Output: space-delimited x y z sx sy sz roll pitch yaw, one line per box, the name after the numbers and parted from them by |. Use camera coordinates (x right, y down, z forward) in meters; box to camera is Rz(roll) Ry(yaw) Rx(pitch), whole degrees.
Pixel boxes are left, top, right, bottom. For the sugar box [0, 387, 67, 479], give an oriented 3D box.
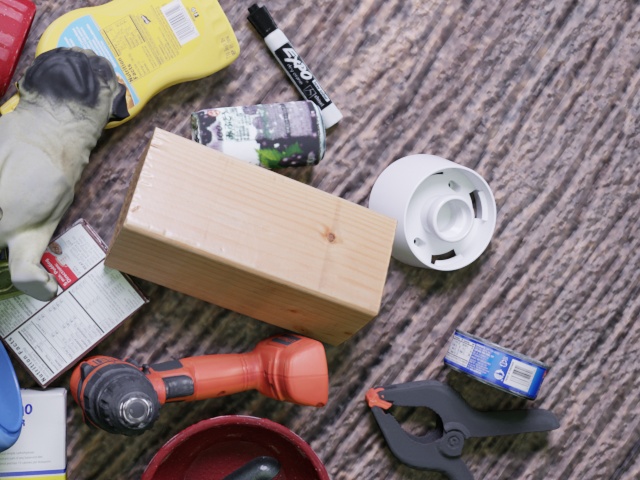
-0.250 0.208 0.858 0.093 0.048 0.176 0 88 -10 | sugar box

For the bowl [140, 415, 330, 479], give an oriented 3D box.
-0.071 0.216 0.882 0.162 0.055 0.162 0 96 -5 | bowl

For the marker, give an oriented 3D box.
-0.023 -0.149 0.905 0.020 0.020 0.121 -37 98 -8 | marker

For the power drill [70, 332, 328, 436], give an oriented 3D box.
-0.093 0.110 0.825 0.187 0.185 0.057 -3 92 -21 | power drill

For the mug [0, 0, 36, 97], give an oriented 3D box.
-0.273 -0.150 0.817 0.081 0.093 0.117 21 69 -16 | mug

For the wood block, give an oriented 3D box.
-0.055 0.001 0.850 0.206 0.090 0.090 21 62 -13 | wood block

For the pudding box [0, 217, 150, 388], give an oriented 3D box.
-0.209 0.050 0.864 0.113 0.039 0.090 -39 98 -6 | pudding box

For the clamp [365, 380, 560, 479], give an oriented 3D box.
0.123 0.166 0.933 0.171 0.039 0.120 37 83 -10 | clamp

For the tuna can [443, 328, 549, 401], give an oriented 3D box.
0.150 0.106 0.913 0.086 0.086 0.034 22 89 -11 | tuna can

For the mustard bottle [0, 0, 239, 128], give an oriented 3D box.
-0.168 -0.144 0.856 0.191 0.058 0.096 -31 102 -9 | mustard bottle
